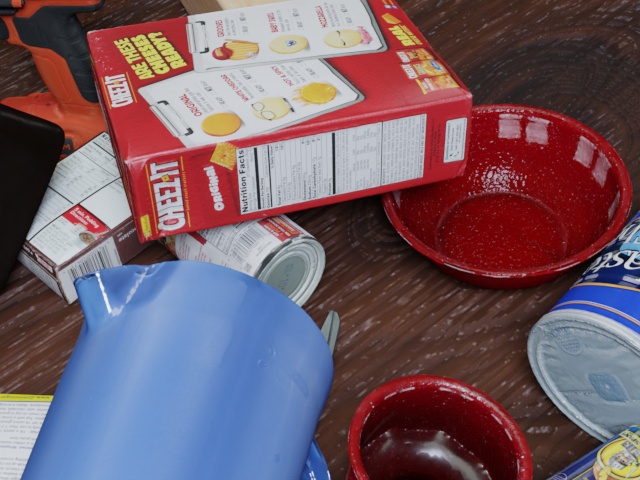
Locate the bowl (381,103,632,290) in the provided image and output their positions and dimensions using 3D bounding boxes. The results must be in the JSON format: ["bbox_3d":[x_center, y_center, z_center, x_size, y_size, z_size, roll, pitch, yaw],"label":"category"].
[{"bbox_3d":[0.121,-0.020,0.712,0.162,0.055,0.162,-3,47,3],"label":"bowl"}]

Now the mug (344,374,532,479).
[{"bbox_3d":[0.046,0.137,0.546,0.093,0.082,0.117,33,49,19],"label":"mug"}]

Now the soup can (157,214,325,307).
[{"bbox_3d":[-0.055,0.001,0.704,0.068,0.068,0.102,-36,54,-25],"label":"soup can"}]

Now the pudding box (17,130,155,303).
[{"bbox_3d":[-0.164,-0.020,0.755,0.090,0.039,0.113,33,57,31],"label":"pudding box"}]

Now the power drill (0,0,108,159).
[{"bbox_3d":[-0.225,-0.142,0.773,0.184,0.188,0.057,2,49,6],"label":"power drill"}]

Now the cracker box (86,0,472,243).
[{"bbox_3d":[-0.031,-0.088,0.696,0.213,0.072,0.164,-12,40,-12],"label":"cracker box"}]

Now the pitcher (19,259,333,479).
[{"bbox_3d":[-0.073,0.141,0.480,0.149,0.145,0.242,13,46,3],"label":"pitcher"}]
